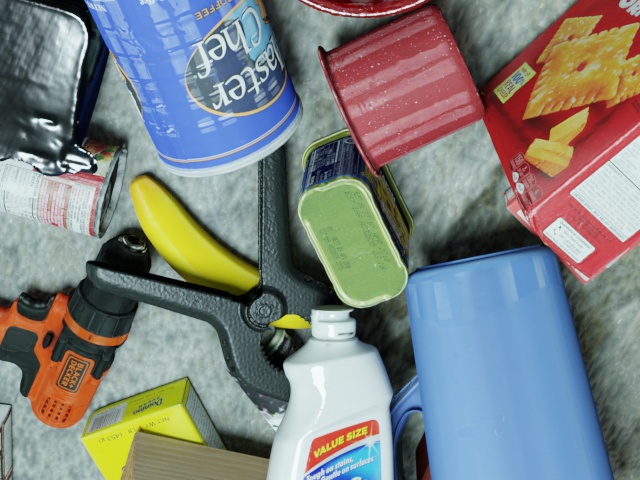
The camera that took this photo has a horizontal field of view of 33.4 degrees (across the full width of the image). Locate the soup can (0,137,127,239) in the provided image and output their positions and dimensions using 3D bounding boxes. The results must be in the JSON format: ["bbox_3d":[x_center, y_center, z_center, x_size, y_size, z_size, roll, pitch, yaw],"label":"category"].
[{"bbox_3d":[-0.196,-0.046,0.755,0.102,0.068,0.068,15,117,-3],"label":"soup can"}]

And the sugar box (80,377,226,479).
[{"bbox_3d":[-0.116,0.207,0.888,0.093,0.048,0.176,-20,112,12],"label":"sugar box"}]

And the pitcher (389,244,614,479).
[{"bbox_3d":[0.123,0.132,0.746,0.149,0.145,0.243,-10,87,-19],"label":"pitcher"}]

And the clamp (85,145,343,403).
[{"bbox_3d":[-0.054,0.048,0.763,0.164,0.036,0.210,-31,104,-1],"label":"clamp"}]

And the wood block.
[{"bbox_3d":[-0.056,0.228,0.826,0.206,0.091,0.090,15,109,-14],"label":"wood block"}]

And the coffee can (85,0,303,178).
[{"bbox_3d":[-0.080,-0.125,0.672,0.103,0.103,0.140,-14,126,11],"label":"coffee can"}]

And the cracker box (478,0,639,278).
[{"bbox_3d":[0.201,-0.104,0.636,0.072,0.164,0.214,37,115,-24],"label":"cracker box"}]

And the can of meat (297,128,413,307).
[{"bbox_3d":[0.025,-0.015,0.744,0.057,0.084,0.102,-21,113,14],"label":"can of meat"}]

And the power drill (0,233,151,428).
[{"bbox_3d":[-0.236,0.044,0.809,0.187,0.057,0.185,25,116,-8],"label":"power drill"}]

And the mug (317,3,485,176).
[{"bbox_3d":[0.057,-0.096,0.696,0.081,0.093,0.117,-24,156,9],"label":"mug"}]

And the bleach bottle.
[{"bbox_3d":[0.000,0.171,0.743,0.102,0.068,0.251,-1,96,-14],"label":"bleach bottle"}]

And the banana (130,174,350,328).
[{"bbox_3d":[-0.059,0.019,0.798,0.197,0.037,0.070,24,97,-9],"label":"banana"}]
